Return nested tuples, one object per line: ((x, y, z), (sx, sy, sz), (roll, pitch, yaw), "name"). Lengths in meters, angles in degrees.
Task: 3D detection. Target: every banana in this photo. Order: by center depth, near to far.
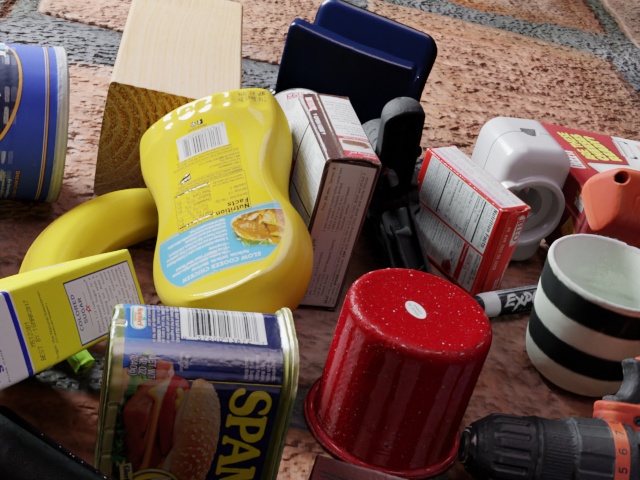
((-0.136, 0.009, 0.654), (0.069, 0.037, 0.197), (40, 32, -10), "banana")

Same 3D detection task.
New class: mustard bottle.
((-0.054, 0.001, 0.639), (0.096, 0.058, 0.191), (-19, 55, 10), "mustard bottle")

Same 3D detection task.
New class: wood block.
((-0.111, -0.113, 0.808), (0.090, 0.090, 0.206), (10, 30, -10), "wood block")

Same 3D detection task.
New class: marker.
((0.133, 0.042, 0.732), (0.120, 0.020, 0.020), (-6, 36, -32), "marker")

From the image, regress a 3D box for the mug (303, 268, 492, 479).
((0.052, 0.066, 0.594), (0.093, 0.082, 0.117), (32, 35, 27), "mug")

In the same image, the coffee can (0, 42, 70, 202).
((-0.238, -0.079, 0.682), (0.140, 0.103, 0.103), (3, 33, -20), "coffee can")

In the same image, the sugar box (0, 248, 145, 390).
((-0.160, 0.046, 0.486), (0.093, 0.048, 0.176), (-15, 2, 18), "sugar box")

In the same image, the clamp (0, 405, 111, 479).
((-0.079, 0.117, 0.428), (0.171, 0.039, 0.120), (32, -9, 1), "clamp")

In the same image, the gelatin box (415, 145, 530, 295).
((0.101, -0.014, 0.756), (0.030, 0.073, 0.089), (-9, 38, -34), "gelatin box")

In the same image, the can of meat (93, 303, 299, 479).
((-0.061, 0.079, 0.504), (0.083, 0.102, 0.057), (5, 32, -13), "can of meat")

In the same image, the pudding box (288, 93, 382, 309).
((-0.001, -0.026, 0.690), (0.039, 0.114, 0.090), (3, 34, -17), "pudding box")

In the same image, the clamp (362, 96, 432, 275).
((0.050, -0.019, 0.723), (0.036, 0.164, 0.210), (-9, 11, -4), "clamp")
